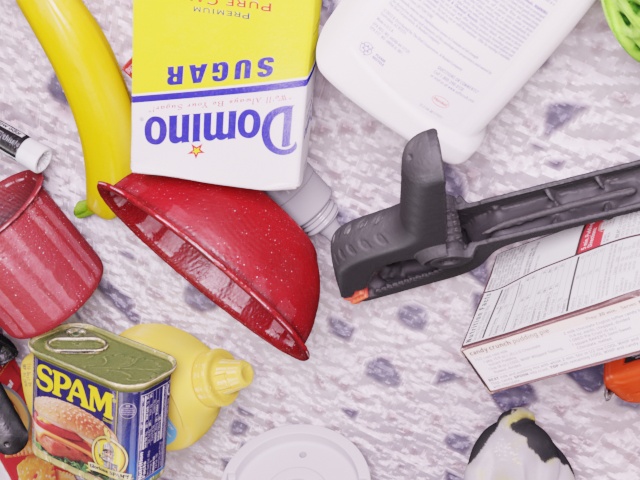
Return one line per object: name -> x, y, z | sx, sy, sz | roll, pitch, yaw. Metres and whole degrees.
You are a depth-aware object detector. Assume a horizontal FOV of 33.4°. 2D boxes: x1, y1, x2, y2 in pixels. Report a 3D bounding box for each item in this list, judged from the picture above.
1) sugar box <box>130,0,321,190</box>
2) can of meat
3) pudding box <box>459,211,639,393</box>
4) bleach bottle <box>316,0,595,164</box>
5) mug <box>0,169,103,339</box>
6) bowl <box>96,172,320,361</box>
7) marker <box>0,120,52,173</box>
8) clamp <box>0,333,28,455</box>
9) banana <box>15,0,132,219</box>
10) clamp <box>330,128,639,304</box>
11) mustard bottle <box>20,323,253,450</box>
sugar box -> -0.046, -0.115, 0.538 | 0.093, 0.048, 0.176 | 7, 115, 4
can of meat -> -0.151, 0.113, 0.729 | 0.102, 0.057, 0.084 | 17, 112, 27
pudding box -> 0.138, 0.029, 0.571 | 0.114, 0.090, 0.039 | -25, 113, 37
bleach bottle -> 0.103, -0.147, 0.466 | 0.102, 0.068, 0.251 | 32, 130, -14
mug -> -0.210, 0.012, 0.731 | 0.117, 0.093, 0.081 | 0, 133, 47
bowl -> -0.054, 0.001, 0.635 | 0.162, 0.055, 0.162 | 38, 168, 9
marker -> -0.229, -0.080, 0.697 | 0.121, 0.020, 0.020 | 29, 134, 11
clamp -> -0.249, 0.068, 0.728 | 0.039, 0.120, 0.171 | -34, 134, -5
banana -> -0.145, -0.082, 0.652 | 0.070, 0.037, 0.198 | 10, 130, 18
clamp -> 0.077, -0.007, 0.578 | 0.164, 0.036, 0.210 | 1, 161, -24
mustard bottle -> -0.130, 0.109, 0.785 | 0.192, 0.058, 0.096 | -13, 105, 33
